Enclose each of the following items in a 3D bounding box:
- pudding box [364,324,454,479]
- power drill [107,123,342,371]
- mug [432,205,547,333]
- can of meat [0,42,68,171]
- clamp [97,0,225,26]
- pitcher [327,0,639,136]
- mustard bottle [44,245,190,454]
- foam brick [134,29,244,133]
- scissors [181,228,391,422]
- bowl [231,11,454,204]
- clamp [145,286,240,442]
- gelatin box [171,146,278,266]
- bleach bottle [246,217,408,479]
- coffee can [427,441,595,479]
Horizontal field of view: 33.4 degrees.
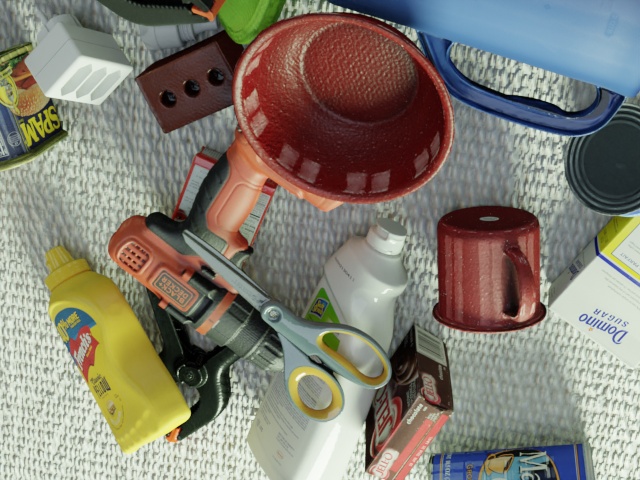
[{"bbox_3d":[0.073,0.139,0.907,0.039,0.113,0.090,28,114,-9],"label":"pudding box"},{"bbox_3d":[-0.056,0.001,0.868,0.184,0.057,0.188,38,111,-9],"label":"power drill"},{"bbox_3d":[0.138,0.024,0.849,0.093,0.117,0.081,-8,108,-12],"label":"mug"},{"bbox_3d":[-0.257,-0.108,0.866,0.057,0.102,0.084,-12,108,14],"label":"can of meat"},{"bbox_3d":[-0.169,-0.217,0.786,0.210,0.036,0.164,19,150,12],"label":"clamp"},{"bbox_3d":[0.125,-0.183,0.755,0.243,0.149,0.145,15,158,7],"label":"pitcher"},{"bbox_3d":[-0.190,0.090,0.943,0.191,0.058,0.096,59,144,6],"label":"mustard bottle"},{"bbox_3d":[-0.097,-0.129,0.856,0.078,0.051,0.053,-22,108,17],"label":"foam brick"},{"bbox_3d":[-0.040,0.077,0.857,0.201,0.016,0.096,27,106,-5],"label":"scissors"},{"bbox_3d":[0.021,-0.104,0.762,0.162,0.055,0.162,11,135,12],"label":"bowl"},{"bbox_3d":[-0.104,0.112,0.967,0.120,0.039,0.171,14,119,12],"label":"clamp"},{"bbox_3d":[-0.085,-0.025,0.910,0.073,0.030,0.089,23,114,-2],"label":"gelatin box"},{"bbox_3d":[0.017,0.099,0.910,0.067,0.103,0.251,2,121,-39],"label":"bleach bottle"},{"bbox_3d":[0.171,0.233,0.936,0.140,0.102,0.103,-7,112,13],"label":"coffee can"}]
